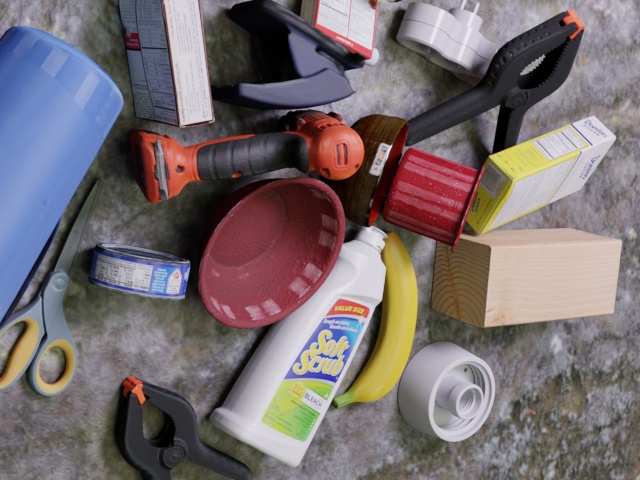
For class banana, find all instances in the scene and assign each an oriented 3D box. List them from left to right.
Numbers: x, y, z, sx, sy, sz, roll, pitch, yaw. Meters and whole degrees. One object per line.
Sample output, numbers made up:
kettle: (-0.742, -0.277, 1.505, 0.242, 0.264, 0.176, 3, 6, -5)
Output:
banana: (0.071, 0.091, 1.139, 0.069, 0.037, 0.198, 13, 93, -37)

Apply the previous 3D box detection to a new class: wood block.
wood block: (0.235, 0.039, 1.210, 0.205, 0.090, 0.091, -2, 102, -34)

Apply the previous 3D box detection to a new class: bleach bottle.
bleach bottle: (-0.008, 0.094, 1.070, 0.102, 0.068, 0.251, 36, 78, -37)

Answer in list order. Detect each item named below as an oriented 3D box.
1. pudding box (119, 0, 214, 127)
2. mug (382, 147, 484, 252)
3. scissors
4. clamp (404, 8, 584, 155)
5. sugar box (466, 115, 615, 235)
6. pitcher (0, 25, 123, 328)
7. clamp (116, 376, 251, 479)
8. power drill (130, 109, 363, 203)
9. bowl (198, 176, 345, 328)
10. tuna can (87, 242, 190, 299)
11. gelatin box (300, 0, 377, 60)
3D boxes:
pudding box: (-0.131, -0.156, 0.907, 0.039, 0.090, 0.113, -18, 110, -31)
mug: (0.117, -0.051, 1.101, 0.117, 0.081, 0.093, -59, 167, -54)
scissors: (-0.222, 0.053, 0.938, 0.096, 0.016, 0.201, 44, 75, -35)
clamp: (0.200, -0.150, 1.112, 0.164, 0.036, 0.210, 18, 127, -44)
sugar box: (0.240, -0.074, 1.184, 0.175, 0.048, 0.093, -24, 153, -36)
pitcher: (-0.256, -0.036, 0.835, 0.145, 0.149, 0.242, 35, 77, -20)
clamp: (-0.149, 0.209, 1.011, 0.120, 0.039, 0.171, -45, 116, -24)
power drill: (-0.070, -0.081, 0.941, 0.187, 0.184, 0.057, -10, 103, -13)
bowl: (-0.057, 0.001, 1.001, 0.161, 0.055, 0.162, -23, 133, -27)
tuna can: (-0.158, 0.026, 0.933, 0.085, 0.086, 0.034, 9, 94, -36)
gelatin box: (0.018, -0.222, 1.018, 0.073, 0.030, 0.089, 19, 69, -37)
